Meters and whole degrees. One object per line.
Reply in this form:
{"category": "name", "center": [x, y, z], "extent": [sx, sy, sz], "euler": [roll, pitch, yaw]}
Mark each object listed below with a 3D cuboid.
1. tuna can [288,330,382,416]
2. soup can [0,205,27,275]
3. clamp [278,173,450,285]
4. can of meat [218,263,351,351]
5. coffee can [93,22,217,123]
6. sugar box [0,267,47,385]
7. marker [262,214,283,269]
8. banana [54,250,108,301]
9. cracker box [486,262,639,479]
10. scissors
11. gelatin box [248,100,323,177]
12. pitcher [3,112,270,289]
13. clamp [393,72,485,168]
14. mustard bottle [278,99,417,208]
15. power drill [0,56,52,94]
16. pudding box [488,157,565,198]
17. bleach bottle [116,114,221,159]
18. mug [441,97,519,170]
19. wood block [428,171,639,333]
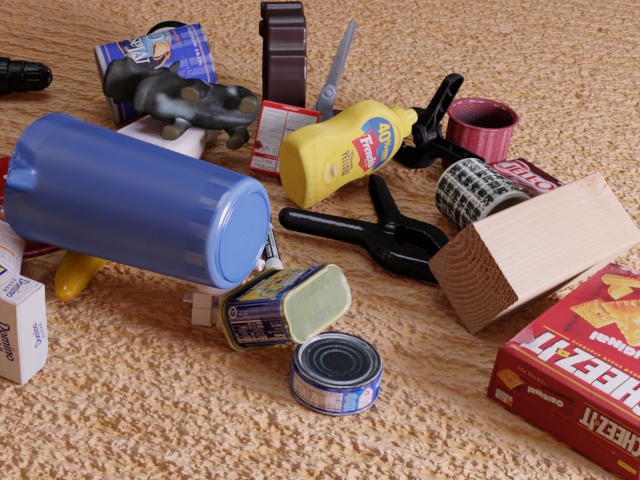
{"category": "tuna can", "center": [0.015, 0.122, 0.988], "extent": [0.086, 0.034, 0.086], "euler": [5, 32, -3]}
{"category": "soup can", "center": [-0.329, 0.020, 1.056], "extent": [0.068, 0.068, 0.102], "euler": [1, 33, -9]}
{"category": "clamp", "center": [0.066, -0.006, 1.195], "extent": [0.164, 0.036, 0.210], "euler": [-18, 40, -34]}
{"category": "can of meat", "center": [-0.032, 0.062, 1.020], "extent": [0.084, 0.057, 0.101], "euler": [-8, 17, 41]}
{"category": "coffee can", "center": [-0.214, -0.219, 1.393], "extent": [0.140, 0.103, 0.103], "euler": [-16, 37, -12]}
{"category": "sugar box", "center": [-0.332, 0.058, 0.974], "extent": [0.176, 0.093, 0.048], "euler": [18, 34, 16]}
{"category": "marker", "center": [-0.058, 0.001, 1.178], "extent": [0.020, 0.020, 0.121], "euler": [0, 33, -11]}
{"category": "banana", "center": [-0.214, 0.005, 1.127], "extent": [0.070, 0.037, 0.197], "euler": [27, 38, 32]}
{"category": "cracker box", "center": [0.288, 0.115, 1.012], "extent": [0.164, 0.072, 0.213], "euler": [29, 40, 32]}
{"category": "scissors", "center": [0.022, -0.165, 1.326], "extent": [0.096, 0.202, 0.016], "euler": [35, 4, 5]}
{"category": "gelatin box", "center": [-0.043, -0.121, 1.311], "extent": [0.073, 0.089, 0.030], "euler": [13, 0, 11]}
{"category": "pitcher", "center": [-0.170, -0.035, 1.040], "extent": [0.243, 0.145, 0.149], "euler": [16, 50, 24]}
{"category": "clamp", "center": [0.141, -0.125, 1.335], "extent": [0.039, 0.172, 0.120], "euler": [-9, 80, -30]}
{"category": "mustard bottle", "center": [0.041, -0.116, 1.281], "extent": [0.191, 0.096, 0.058], "euler": [-29, 46, -28]}
{"category": "power drill", "center": [-0.445, -0.184, 1.367], "extent": [0.184, 0.057, 0.187], "euler": [-1, 30, -5]}
{"category": "pudding box", "center": [0.247, -0.058, 1.306], "extent": [0.089, 0.039, 0.114], "euler": [-15, 38, -30]}
{"category": "bleach bottle", "center": [-0.186, -0.115, 1.300], "extent": [0.103, 0.068, 0.250], "euler": [22, 33, 16]}
{"category": "mug", "center": [0.204, -0.133, 1.375], "extent": [0.093, 0.081, 0.117], "euler": [16, 34, 14]}
{"category": "wood block", "center": [0.227, 0.010, 1.123], "extent": [0.205, 0.090, 0.091], "euler": [-21, 73, -36]}
